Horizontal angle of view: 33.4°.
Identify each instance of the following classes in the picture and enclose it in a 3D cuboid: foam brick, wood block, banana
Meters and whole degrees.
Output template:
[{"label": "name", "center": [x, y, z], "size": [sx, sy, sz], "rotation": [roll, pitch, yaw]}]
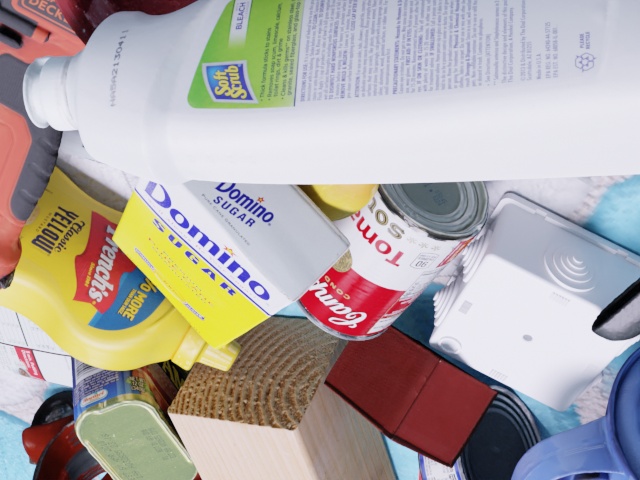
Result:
[{"label": "foam brick", "center": [0.050, 0.084, 0.608], "size": [0.053, 0.051, 0.078], "rotation": [31, 180, -34]}, {"label": "wood block", "center": [-0.012, 0.155, 0.712], "size": [0.091, 0.090, 0.206], "rotation": [2, 132, 25]}, {"label": "banana", "center": [-0.030, -0.037, 0.536], "size": [0.198, 0.037, 0.069], "rotation": [19, 170, 46]}]

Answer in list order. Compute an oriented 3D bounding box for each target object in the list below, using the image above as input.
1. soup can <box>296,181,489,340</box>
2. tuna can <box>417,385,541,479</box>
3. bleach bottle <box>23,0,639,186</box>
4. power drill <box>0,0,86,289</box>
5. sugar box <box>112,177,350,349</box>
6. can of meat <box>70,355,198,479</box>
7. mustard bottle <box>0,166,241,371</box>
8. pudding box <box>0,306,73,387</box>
[{"label": "soup can", "center": [0.034, -0.001, 0.556], "size": [0.068, 0.068, 0.102], "rotation": [33, 137, -5]}, {"label": "tuna can", "center": [0.097, 0.132, 0.637], "size": [0.034, 0.086, 0.086], "rotation": [-22, 118, 42]}, {"label": "bleach bottle", "center": [0.005, -0.071, 0.421], "size": [0.251, 0.102, 0.068], "rotation": [-1, 151, 14]}, {"label": "power drill", "center": [-0.183, -0.076, 0.533], "size": [0.184, 0.057, 0.188], "rotation": [27, 109, -18]}, {"label": "sugar box", "center": [-0.054, 0.001, 0.542], "size": [0.093, 0.048, 0.176], "rotation": [47, 162, -1]}, {"label": "can of meat", "center": [-0.121, 0.106, 0.691], "size": [0.057, 0.084, 0.102], "rotation": [-23, 131, 5]}, {"label": "mustard bottle", "center": [-0.134, 0.024, 0.644], "size": [0.191, 0.096, 0.058], "rotation": [31, 141, -3]}, {"label": "pudding box", "center": [-0.187, 0.060, 0.749], "size": [0.114, 0.039, 0.090], "rotation": [9, 132, 17]}]
